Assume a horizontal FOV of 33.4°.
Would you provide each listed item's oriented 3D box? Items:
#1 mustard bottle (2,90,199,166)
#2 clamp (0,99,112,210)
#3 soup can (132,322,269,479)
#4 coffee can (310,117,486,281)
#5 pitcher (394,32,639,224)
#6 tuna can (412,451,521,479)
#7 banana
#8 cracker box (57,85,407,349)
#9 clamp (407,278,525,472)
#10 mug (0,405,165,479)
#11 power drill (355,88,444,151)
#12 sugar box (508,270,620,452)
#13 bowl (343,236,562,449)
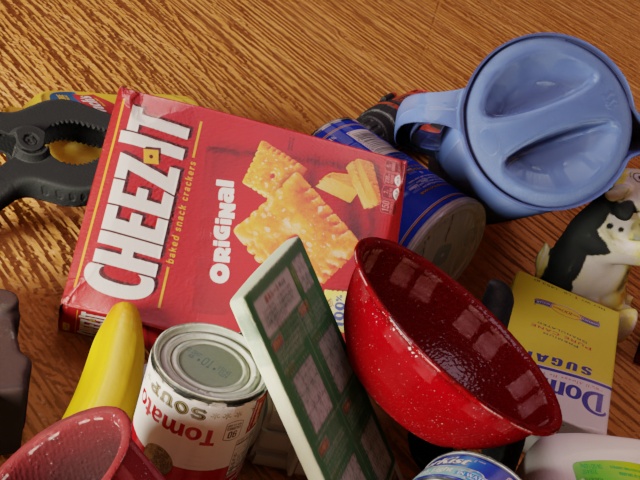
[{"bbox_3d":[-0.190,-0.089,0.900,0.191,0.058,0.096,-2,43,-31],"label":"mustard bottle"},{"bbox_3d":[-0.230,-0.073,0.807,0.209,0.036,0.164,-13,65,-32],"label":"clamp"},{"bbox_3d":[-0.072,0.105,0.595,0.068,0.102,0.068,14,30,-9],"label":"soup can"},{"bbox_3d":[0.050,-0.024,0.881,0.140,0.103,0.102,38,35,30],"label":"coffee can"},{"bbox_3d":[0.151,-0.080,0.897,0.149,0.145,0.243,51,-6,2],"label":"pitcher"},{"bbox_3d":[0.083,0.165,0.600,0.086,0.086,0.033,33,34,24],"label":"tuna can"},{"bbox_3d":[-0.140,0.109,0.590,0.037,0.069,0.197,-4,24,24],"label":"banana"},{"bbox_3d":[-0.055,0.001,0.734,0.213,0.072,0.164,14,67,-10],"label":"cracker box"},{"bbox_3d":[0.099,0.100,0.715,0.039,0.120,0.171,45,13,-41],"label":"clamp"},{"bbox_3d":[-0.107,0.146,0.498,0.081,0.093,0.117,57,14,-24],"label":"mug"},{"bbox_3d":[0.131,-0.092,1.086,0.188,0.057,0.184,29,31,17],"label":"power drill"},{"bbox_3d":[0.173,0.094,0.810,0.093,0.048,0.176,22,29,6],"label":"sugar box"},{"bbox_3d":[0.067,0.072,0.643,0.162,0.055,0.162,36,19,-15],"label":"bowl"}]
